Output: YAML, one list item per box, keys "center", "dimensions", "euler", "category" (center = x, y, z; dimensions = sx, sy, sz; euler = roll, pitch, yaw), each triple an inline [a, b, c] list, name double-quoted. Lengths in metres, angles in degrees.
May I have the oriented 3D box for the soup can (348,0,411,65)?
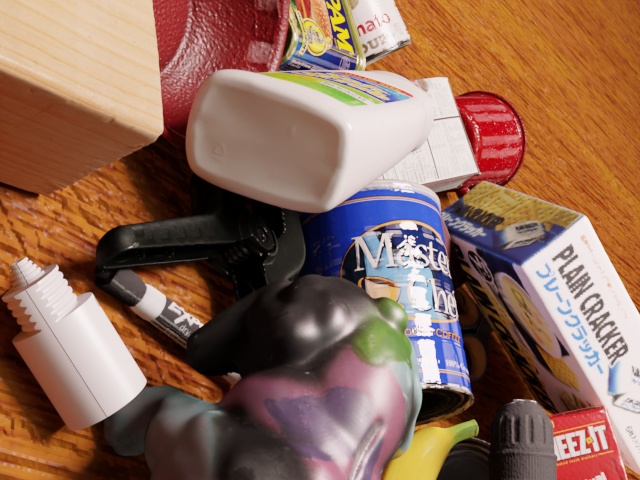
- center: [0.023, -0.192, 0.863]
  dimensions: [0.068, 0.069, 0.102]
  euler: [-34, 101, -59]
  category: "soup can"

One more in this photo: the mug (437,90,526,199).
- center: [0.123, -0.072, 0.926]
  dimensions: [0.081, 0.093, 0.117]
  euler: [-11, 81, -54]
  category: "mug"

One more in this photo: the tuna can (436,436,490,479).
- center: [0.103, 0.180, 0.733]
  dimensions: [0.033, 0.086, 0.086]
  euler: [30, 47, -49]
  category: "tuna can"

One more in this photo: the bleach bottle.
- center: [0.011, -0.080, 0.698]
  dimensions: [0.250, 0.103, 0.068]
  euler: [-36, 143, -67]
  category: "bleach bottle"

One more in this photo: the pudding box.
- center: [0.063, -0.079, 0.844]
  dimensions: [0.113, 0.039, 0.090]
  euler: [-13, 82, -30]
  category: "pudding box"

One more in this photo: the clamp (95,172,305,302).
- center: [-0.054, 0.001, 0.629]
  dimensions: [0.164, 0.036, 0.210]
  euler: [47, 29, -30]
  category: "clamp"

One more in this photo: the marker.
- center: [-0.080, 0.047, 0.595]
  dimensions: [0.121, 0.020, 0.020]
  euler: [42, 39, -36]
  category: "marker"

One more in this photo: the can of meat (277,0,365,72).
- center: [-0.021, -0.161, 0.784]
  dimensions: [0.083, 0.058, 0.102]
  euler: [9, 62, -52]
  category: "can of meat"

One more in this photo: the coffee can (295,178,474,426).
- center: [0.038, 0.045, 0.701]
  dimensions: [0.102, 0.103, 0.140]
  euler: [24, 52, -50]
  category: "coffee can"

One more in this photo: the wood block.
- center: [-0.175, -0.099, 0.469]
  dimensions: [0.205, 0.091, 0.090]
  euler: [22, 54, -51]
  category: "wood block"

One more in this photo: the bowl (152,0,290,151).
- center: [-0.082, -0.136, 0.636]
  dimensions: [0.161, 0.055, 0.162]
  euler: [-37, 134, -52]
  category: "bowl"
